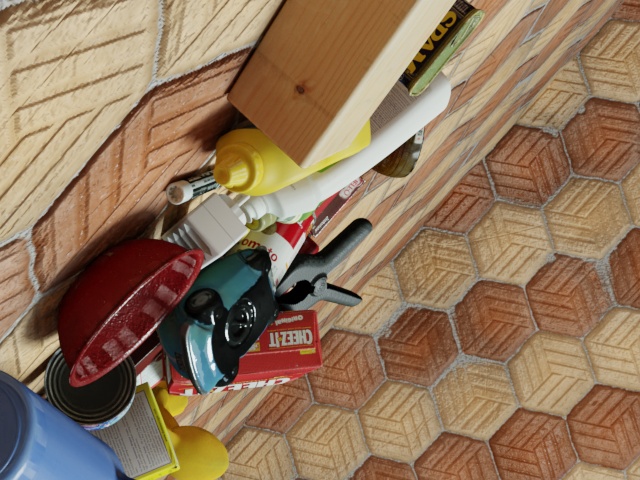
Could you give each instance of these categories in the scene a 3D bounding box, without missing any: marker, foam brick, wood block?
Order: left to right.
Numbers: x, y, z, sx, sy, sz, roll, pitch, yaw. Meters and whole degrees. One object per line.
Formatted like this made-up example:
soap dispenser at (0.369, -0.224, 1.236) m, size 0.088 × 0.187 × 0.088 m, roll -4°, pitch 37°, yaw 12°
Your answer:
foam brick at (-0.207, 0.118, 1.096) m, size 0.078 × 0.053 × 0.051 m, roll -45°, pitch 171°, yaw -19°
marker at (-0.101, -0.053, 0.960) m, size 0.020 × 0.020 × 0.121 m, roll -51°, pitch 171°, yaw 24°
wood block at (0.027, -0.168, 0.828) m, size 0.206 × 0.091 × 0.090 m, roll -52°, pitch 170°, yaw 32°

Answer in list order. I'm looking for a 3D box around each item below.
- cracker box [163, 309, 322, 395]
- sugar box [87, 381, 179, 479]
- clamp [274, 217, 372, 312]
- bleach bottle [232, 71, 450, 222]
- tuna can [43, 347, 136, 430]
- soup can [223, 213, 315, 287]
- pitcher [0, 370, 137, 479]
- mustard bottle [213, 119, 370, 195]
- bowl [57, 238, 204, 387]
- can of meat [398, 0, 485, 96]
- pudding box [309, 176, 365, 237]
cracker box at (-0.096, 0.132, 1.225) m, size 0.164 × 0.072 × 0.214 m, roll -5°, pitch 169°, yaw -10°
sugar box at (-0.237, 0.217, 1.059) m, size 0.176 × 0.093 × 0.048 m, roll -21°, pitch 165°, yaw -10°
clamp at (-0.006, 0.052, 1.253) m, size 0.171 × 0.039 × 0.120 m, roll -25°, pitch 126°, yaw -29°
bleach bottle at (0.011, -0.106, 1.076) m, size 0.250 × 0.103 × 0.068 m, roll -38°, pitch 160°, yaw -19°
tuna can at (-0.218, 0.136, 1.015) m, size 0.086 × 0.086 × 0.034 m, roll -44°, pitch 173°, yaw -22°
soup can at (-0.058, 0.001, 1.185) m, size 0.102 × 0.068 × 0.069 m, roll -60°, pitch 178°, yaw -26°
pitcher at (-0.260, 0.190, 0.872) m, size 0.149 × 0.145 × 0.243 m, roll -43°, pitch 159°, yaw -15°
mustard bottle at (-0.036, -0.080, 0.931) m, size 0.191 × 0.096 × 0.058 m, roll -32°, pitch 123°, yaw -58°
bowl at (-0.176, 0.051, 0.932) m, size 0.162 × 0.055 × 0.162 m, roll -46°, pitch 172°, yaw -9°
can of meat at (0.090, -0.202, 1.008) m, size 0.102 × 0.084 × 0.057 m, roll -50°, pitch 171°, yaw 18°
pudding box at (0.003, -0.056, 1.285) m, size 0.090 × 0.039 × 0.113 m, roll -47°, pitch -164°, yaw 2°
